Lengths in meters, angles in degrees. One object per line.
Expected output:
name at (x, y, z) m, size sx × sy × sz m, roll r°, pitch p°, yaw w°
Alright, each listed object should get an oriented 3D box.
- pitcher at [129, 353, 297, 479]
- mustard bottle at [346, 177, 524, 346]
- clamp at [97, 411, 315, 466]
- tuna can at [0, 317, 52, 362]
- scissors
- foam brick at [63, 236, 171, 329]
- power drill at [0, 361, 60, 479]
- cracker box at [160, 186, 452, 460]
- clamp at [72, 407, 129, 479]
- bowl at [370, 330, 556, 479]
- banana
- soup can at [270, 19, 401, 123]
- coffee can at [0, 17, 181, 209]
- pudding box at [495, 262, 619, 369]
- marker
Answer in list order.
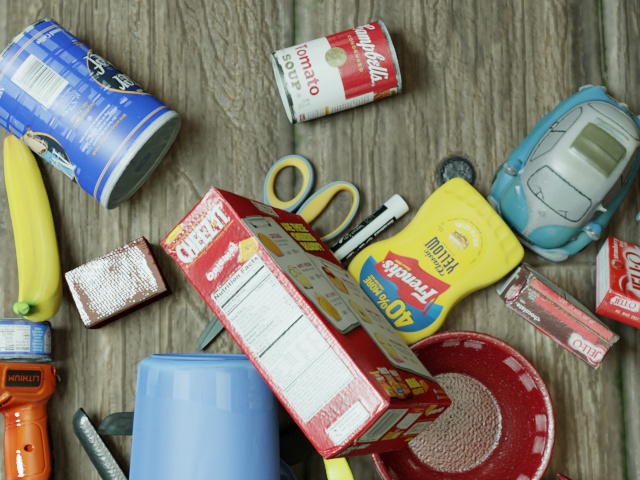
pitcher at (-0.082, 0.211, 0.830) m, size 0.145 × 0.149 × 0.243 m, roll 1°, pitch 86°, yaw 0°
mustard bottle at (0.077, 0.037, 0.936) m, size 0.191 × 0.058 × 0.096 m, roll -39°, pitch 83°, yaw -5°
clamp at (-0.062, 0.177, 0.912) m, size 0.209 × 0.036 × 0.164 m, roll -28°, pitch 97°, yaw -17°
tuna can at (-0.271, 0.086, 0.904) m, size 0.086 × 0.086 × 0.034 m, roll -1°, pitch 81°, yaw -2°
scissors at (-0.056, 0.001, 0.956) m, size 0.201 × 0.016 × 0.096 m, roll -37°, pitch 85°, yaw -5°
foam brick at (-0.176, 0.038, 0.929) m, size 0.078 × 0.053 × 0.051 m, roll -26°, pitch 85°, yaw -6°
power drill at (-0.257, 0.193, 0.855) m, size 0.057 × 0.184 × 0.187 m, roll -15°, pitch 78°, yaw 20°
cracker box at (-0.008, 0.067, 0.831) m, size 0.072 × 0.164 × 0.214 m, roll -45°, pitch 69°, yaw 12°
clamp at (-0.160, 0.219, 0.916) m, size 0.120 × 0.039 × 0.171 m, roll 7°, pitch 80°, yaw -2°
bowl at (0.118, 0.159, 0.925) m, size 0.162 × 0.055 × 0.162 m, roll 0°, pitch 84°, yaw -2°
banana at (-0.245, -0.002, 0.913) m, size 0.037 × 0.070 × 0.198 m, roll -10°, pitch 53°, yaw -10°
soup can at (0.013, -0.150, 0.950) m, size 0.102 × 0.068 × 0.068 m, roll -17°, pitch 85°, yaw -3°
coffee can at (-0.206, -0.109, 0.919) m, size 0.140 × 0.103 × 0.103 m, roll 37°, pitch 84°, yaw 2°
pudding box at (0.199, 0.062, 0.909) m, size 0.090 × 0.113 × 0.039 m, roll 37°, pitch 98°, yaw 2°
marker at (0.028, 0.003, 0.957) m, size 0.121 × 0.020 × 0.020 m, roll -39°, pitch 86°, yaw -6°
